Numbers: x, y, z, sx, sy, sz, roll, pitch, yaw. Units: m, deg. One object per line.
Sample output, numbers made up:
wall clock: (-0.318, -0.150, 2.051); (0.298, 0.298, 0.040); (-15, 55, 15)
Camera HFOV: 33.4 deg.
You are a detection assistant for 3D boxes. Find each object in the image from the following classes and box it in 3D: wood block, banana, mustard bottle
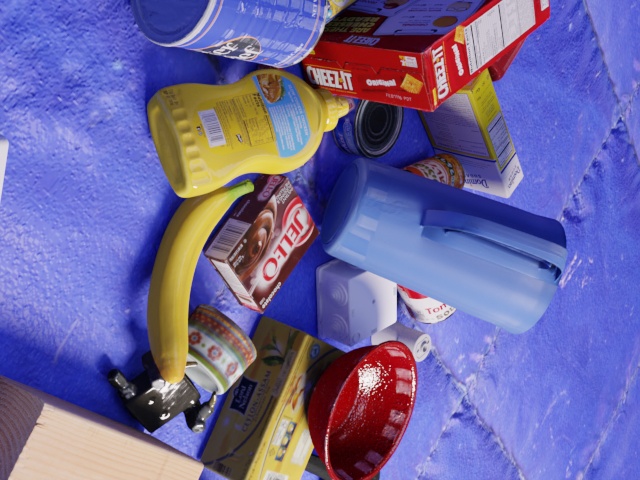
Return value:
wood block: (-0.210, 0.195, 0.924); (0.205, 0.090, 0.091); (37, 74, -49)
banana: (-0.124, 0.029, 0.972); (0.037, 0.070, 0.198); (28, 76, -46)
mustard bottle: (-0.056, -0.106, 0.971); (0.191, 0.058, 0.096); (-17, 84, -30)

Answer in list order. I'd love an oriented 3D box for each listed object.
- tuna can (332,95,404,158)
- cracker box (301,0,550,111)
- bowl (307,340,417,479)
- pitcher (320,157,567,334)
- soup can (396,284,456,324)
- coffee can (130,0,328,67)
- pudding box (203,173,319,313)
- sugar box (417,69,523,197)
tuna can: (0.052, -0.132, 1.149); (0.085, 0.034, 0.086); (-21, 119, -44)
cracker box: (0.107, -0.214, 1.078); (0.213, 0.164, 0.072); (-40, 129, -33)
bowl: (0.036, 0.174, 1.124); (0.161, 0.055, 0.162); (-27, 126, -45)
pitcher: (0.132, -0.001, 1.129); (0.242, 0.145, 0.149); (20, 123, -14)
soup can: (0.122, 0.044, 1.271); (0.068, 0.069, 0.102); (-51, 137, -24)
coffee can: (-0.077, -0.208, 0.914); (0.140, 0.103, 0.103); (1, 103, -50)
pudding box: (-0.057, 0.001, 1.067); (0.113, 0.039, 0.090); (-53, 138, -21)
sugar box: (0.170, -0.131, 1.241); (0.048, 0.093, 0.176); (-53, 138, -21)
